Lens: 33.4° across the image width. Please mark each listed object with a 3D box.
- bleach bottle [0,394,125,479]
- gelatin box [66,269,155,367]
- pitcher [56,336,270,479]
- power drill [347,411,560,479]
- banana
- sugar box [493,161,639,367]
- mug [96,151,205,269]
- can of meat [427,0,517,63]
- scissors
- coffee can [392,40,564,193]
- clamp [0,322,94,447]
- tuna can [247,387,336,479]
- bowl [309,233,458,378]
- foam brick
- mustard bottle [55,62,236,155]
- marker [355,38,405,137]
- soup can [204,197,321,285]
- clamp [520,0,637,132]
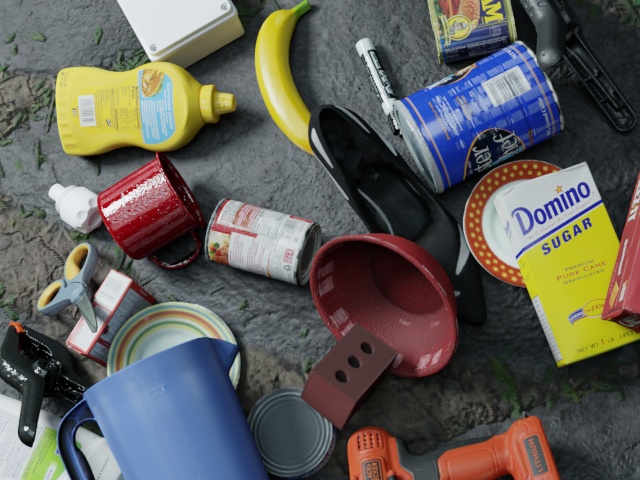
[{"bbox_3d":[-0.285,0.220,1.056,0.251,0.068,0.102,19,75,14],"label":"bleach bottle"},{"bbox_3d":[-0.212,0.081,1.082,0.030,0.073,0.089,27,79,19],"label":"gelatin box"},{"bbox_3d":[-0.120,0.222,0.973,0.149,0.144,0.243,-31,79,34],"label":"pitcher"},{"bbox_3d":[0.118,0.230,0.944,0.187,0.057,0.184,-9,40,3],"label":"power drill"},{"bbox_3d":[-0.034,-0.175,1.156,0.070,0.037,0.198,-11,70,8],"label":"banana"},{"bbox_3d":[0.240,0.022,1.016,0.093,0.048,0.176,-19,80,-3],"label":"sugar box"},{"bbox_3d":[-0.171,-0.023,1.110,0.081,0.093,0.117,-31,105,4],"label":"mug"},{"bbox_3d":[0.159,-0.243,1.133,0.084,0.057,0.102,-10,69,10],"label":"can of meat"},{"bbox_3d":[-0.251,0.066,1.064,0.096,0.016,0.202,-44,26,13],"label":"scissors"},{"bbox_3d":[0.156,-0.123,1.067,0.140,0.102,0.103,-26,69,1],"label":"coffee can"},{"bbox_3d":[-0.264,0.142,1.070,0.172,0.120,0.039,51,122,43],"label":"clamp"},{"bbox_3d":[-0.028,0.187,1.033,0.086,0.033,0.086,-3,71,9],"label":"tuna can"},{"bbox_3d":[0.071,0.051,1.018,0.162,0.162,0.055,29,46,18],"label":"bowl"},{"bbox_3d":[0.027,0.129,1.014,0.053,0.051,0.078,35,50,12],"label":"foam brick"},{"bbox_3d":[-0.186,-0.144,1.157,0.192,0.058,0.096,-2,95,9],"label":"mustard bottle"},{"bbox_3d":[0.067,-0.163,1.142,0.020,0.020,0.121,-22,69,2],"label":"marker"},{"bbox_3d":[-0.057,0.001,1.083,0.102,0.068,0.068,15,75,15],"label":"soup can"},{"bbox_3d":[0.249,-0.208,1.086,0.036,0.164,0.210,-36,43,27],"label":"clamp"}]
